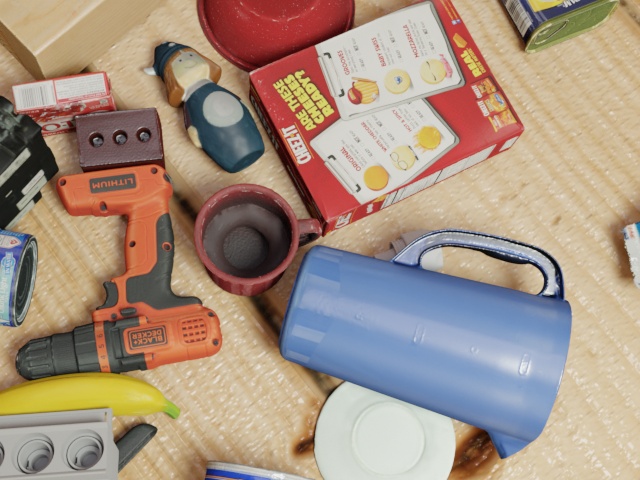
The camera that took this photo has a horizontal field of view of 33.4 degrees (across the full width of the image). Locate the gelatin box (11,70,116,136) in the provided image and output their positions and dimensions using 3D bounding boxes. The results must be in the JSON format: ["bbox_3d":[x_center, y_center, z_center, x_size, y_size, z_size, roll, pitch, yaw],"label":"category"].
[{"bbox_3d":[-0.238,-0.126,1.002,0.089,0.073,0.030,-10,77,-8],"label":"gelatin box"}]

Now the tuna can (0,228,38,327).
[{"bbox_3d":[-0.278,0.034,0.949,0.033,0.086,0.086,9,74,-4],"label":"tuna can"}]

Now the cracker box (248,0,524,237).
[{"bbox_3d":[0.061,-0.122,1.027,0.213,0.072,0.164,-25,78,-10],"label":"cracker box"}]

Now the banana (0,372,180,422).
[{"bbox_3d":[-0.224,0.146,0.931,0.197,0.070,0.037,-3,40,-4],"label":"banana"}]

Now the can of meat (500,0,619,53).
[{"bbox_3d":[0.236,-0.250,1.083,0.102,0.057,0.084,-23,75,-11],"label":"can of meat"}]

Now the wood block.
[{"bbox_3d":[-0.217,-0.252,1.030,0.206,0.091,0.090,-43,81,-14],"label":"wood block"}]

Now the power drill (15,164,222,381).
[{"bbox_3d":[-0.192,0.032,0.973,0.184,0.057,0.187,-8,78,-9],"label":"power drill"}]

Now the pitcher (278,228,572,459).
[{"bbox_3d":[0.094,0.075,0.948,0.243,0.145,0.149,16,42,3],"label":"pitcher"}]

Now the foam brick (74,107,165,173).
[{"bbox_3d":[-0.187,-0.089,1.007,0.078,0.051,0.053,-8,76,-7],"label":"foam brick"}]

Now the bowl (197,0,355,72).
[{"bbox_3d":[-0.043,-0.247,1.061,0.162,0.055,0.162,1,74,-4],"label":"bowl"}]

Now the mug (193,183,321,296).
[{"bbox_3d":[-0.056,0.001,0.977,0.117,0.081,0.093,-14,76,-8],"label":"mug"}]
